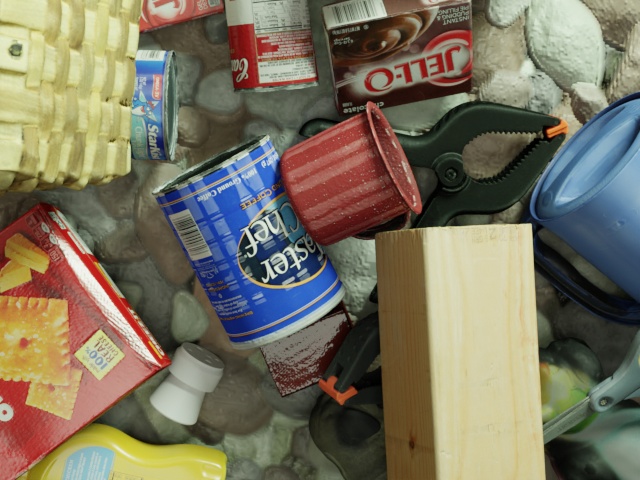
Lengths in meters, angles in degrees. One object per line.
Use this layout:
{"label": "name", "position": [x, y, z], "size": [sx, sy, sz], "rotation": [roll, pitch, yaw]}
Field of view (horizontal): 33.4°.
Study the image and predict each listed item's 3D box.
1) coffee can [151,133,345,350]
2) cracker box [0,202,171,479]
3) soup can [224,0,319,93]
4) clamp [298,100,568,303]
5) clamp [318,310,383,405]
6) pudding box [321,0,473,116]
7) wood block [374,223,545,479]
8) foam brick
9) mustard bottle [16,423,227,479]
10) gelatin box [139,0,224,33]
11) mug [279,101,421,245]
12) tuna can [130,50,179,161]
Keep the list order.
{"label": "coffee can", "position": [-0.056, 0.001, 0.843], "size": [0.103, 0.103, 0.140], "rotation": [-26, 101, 3]}
{"label": "cracker box", "position": [-0.252, 0.097, 0.842], "size": [0.213, 0.072, 0.164], "rotation": [-36, 87, -3]}
{"label": "soup can", "position": [-0.039, -0.168, 0.829], "size": [0.068, 0.068, 0.102], "rotation": [-5, 101, -2]}
{"label": "clamp", "position": [0.096, -0.063, 0.871], "size": [0.210, 0.036, 0.164], "rotation": [-29, 101, 7]}
{"label": "clamp", "position": [0.079, 0.085, 0.866], "size": [0.171, 0.039, 0.120], "rotation": [-38, 118, -13]}
{"label": "pudding box", "position": [0.061, -0.150, 0.831], "size": [0.113, 0.039, 0.090], "rotation": [-10, 137, 1]}
{"label": "wood block", "position": [0.101, 0.093, 0.788], "size": [0.090, 0.091, 0.206], "rotation": [-2, 89, -21]}
{"label": "foam brick", "position": [-0.008, 0.088, 0.887], "size": [0.078, 0.053, 0.051], "rotation": [-22, 101, 2]}
{"label": "mustard bottle", "position": [-0.181, 0.206, 0.900], "size": [0.191, 0.058, 0.096], "rotation": [14, 101, -5]}
{"label": "gelatin box", "position": [-0.121, -0.214, 0.835], "size": [0.073, 0.030, 0.089], "rotation": [-14, 101, 1]}
{"label": "mug", "position": [0.027, -0.040, 0.824], "size": [0.081, 0.093, 0.117], "rotation": [-24, 137, 15]}
{"label": "tuna can", "position": [-0.131, -0.105, 0.828], "size": [0.033, 0.086, 0.086], "rotation": [1, 101, -2]}
